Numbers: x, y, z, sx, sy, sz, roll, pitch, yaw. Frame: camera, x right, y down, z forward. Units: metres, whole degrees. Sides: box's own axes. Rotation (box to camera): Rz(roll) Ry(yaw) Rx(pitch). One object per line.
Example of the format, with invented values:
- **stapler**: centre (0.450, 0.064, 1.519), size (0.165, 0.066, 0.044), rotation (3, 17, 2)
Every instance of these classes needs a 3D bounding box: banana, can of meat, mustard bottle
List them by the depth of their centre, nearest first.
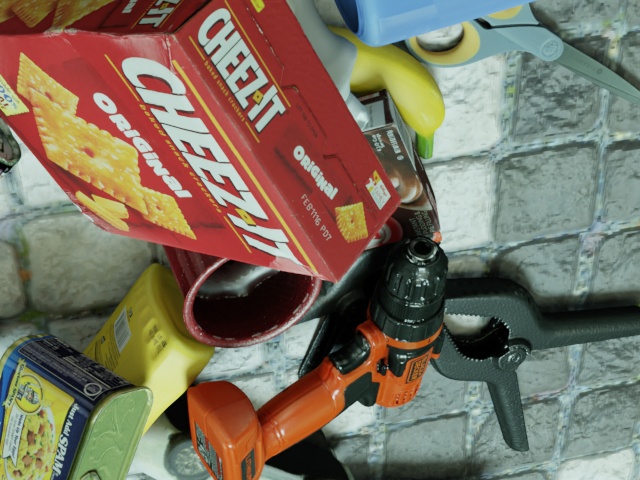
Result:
- **can of meat**: centre (-0.164, 0.120, 0.672), size (0.057, 0.084, 0.102), rotation (-5, 118, -62)
- **banana**: centre (0.008, -0.103, 0.676), size (0.197, 0.037, 0.070), rotation (17, 117, -25)
- **mustard bottle**: centre (-0.150, 0.112, 0.741), size (0.058, 0.096, 0.192), rotation (28, 112, -33)

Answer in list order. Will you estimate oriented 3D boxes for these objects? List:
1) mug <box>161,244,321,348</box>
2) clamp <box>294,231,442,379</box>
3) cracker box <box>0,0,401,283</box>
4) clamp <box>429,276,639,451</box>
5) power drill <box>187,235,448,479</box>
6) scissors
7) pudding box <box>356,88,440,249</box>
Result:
- **mug**: centre (-0.055, 0.001, 0.690), size (0.093, 0.081, 0.117), rotation (-8, 135, -23)
- **clamp**: centre (0.020, 0.048, 0.782), size (0.171, 0.039, 0.120), rotation (-32, 143, 5)
- **cracker box**: centre (-0.085, -0.065, 0.571), size (0.072, 0.214, 0.164), rotation (-53, 130, -24)
- **clamp**: centre (0.156, 0.076, 0.840), size (0.165, 0.036, 0.209), rotation (-44, 125, 15)
- **power drill**: centre (0.003, 0.088, 0.718), size (0.187, 0.057, 0.184), rotation (-27, 148, -21)
- **scissors**: centre (0.132, -0.121, 0.711), size (0.096, 0.016, 0.201), rotation (-41, 124, 15)
- **pudding box**: centre (0.021, -0.040, 0.698), size (0.090, 0.039, 0.113), rotation (-15, 137, 14)
